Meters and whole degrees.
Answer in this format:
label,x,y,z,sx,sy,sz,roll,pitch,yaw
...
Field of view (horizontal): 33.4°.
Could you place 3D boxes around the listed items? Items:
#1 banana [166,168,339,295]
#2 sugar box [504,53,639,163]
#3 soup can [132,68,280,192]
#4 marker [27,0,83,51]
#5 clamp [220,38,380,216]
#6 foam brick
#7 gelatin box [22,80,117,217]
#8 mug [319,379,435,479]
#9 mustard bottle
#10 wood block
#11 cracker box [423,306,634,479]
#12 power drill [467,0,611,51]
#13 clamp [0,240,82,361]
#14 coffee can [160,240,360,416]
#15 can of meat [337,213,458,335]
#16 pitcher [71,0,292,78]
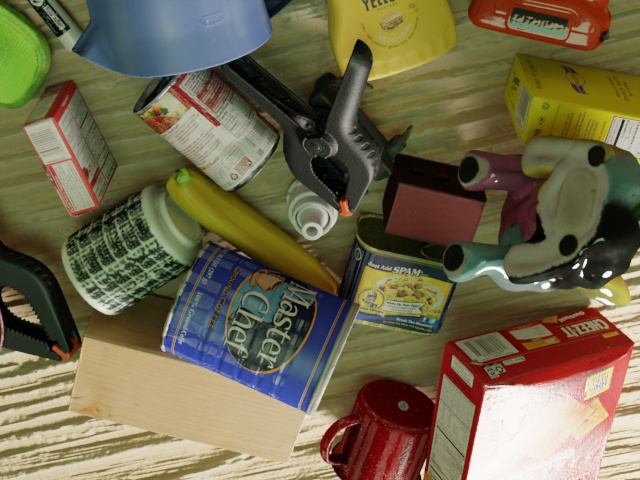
label,x,y,z,sx,sy,sz,roll,pitch,yaw
banana,-0.066,-0.008,0.915,0.197,0.070,0.037,36,96,-33
sugar box,0.239,-0.098,0.836,0.176,0.093,0.048,7,121,-3
soup can,-0.091,-0.095,0.862,0.069,0.068,0.102,-40,113,22
marker,-0.228,-0.200,0.831,0.020,0.020,0.121,-29,116,18
clamp,0.009,-0.088,0.822,0.120,0.039,0.171,1,140,36
foam brick,0.095,-0.033,0.903,0.078,0.053,0.051,12,121,-6
gelatin box,-0.204,-0.075,0.875,0.030,0.073,0.089,-15,120,12
mug,0.054,0.186,1.012,0.117,0.093,0.082,4,119,-26
mustard bottle,0.034,-0.219,0.789,0.096,0.058,0.191,-18,119,4
wood block,-0.115,0.122,0.982,0.206,0.090,0.091,15,120,-7
cracker box,0.186,0.179,0.983,0.164,0.072,0.214,-11,124,-24
power drill,0.165,-0.241,0.768,0.184,0.057,0.188,15,123,5
clamp,-0.291,0.024,0.937,0.210,0.036,0.165,35,116,0
coffee can,-0.050,0.074,0.902,0.140,0.102,0.103,23,120,4
can of meat,0.071,0.032,0.942,0.102,0.057,0.084,12,122,-6
pitcher,-0.108,-0.248,0.746,0.145,0.149,0.243,1,119,19
